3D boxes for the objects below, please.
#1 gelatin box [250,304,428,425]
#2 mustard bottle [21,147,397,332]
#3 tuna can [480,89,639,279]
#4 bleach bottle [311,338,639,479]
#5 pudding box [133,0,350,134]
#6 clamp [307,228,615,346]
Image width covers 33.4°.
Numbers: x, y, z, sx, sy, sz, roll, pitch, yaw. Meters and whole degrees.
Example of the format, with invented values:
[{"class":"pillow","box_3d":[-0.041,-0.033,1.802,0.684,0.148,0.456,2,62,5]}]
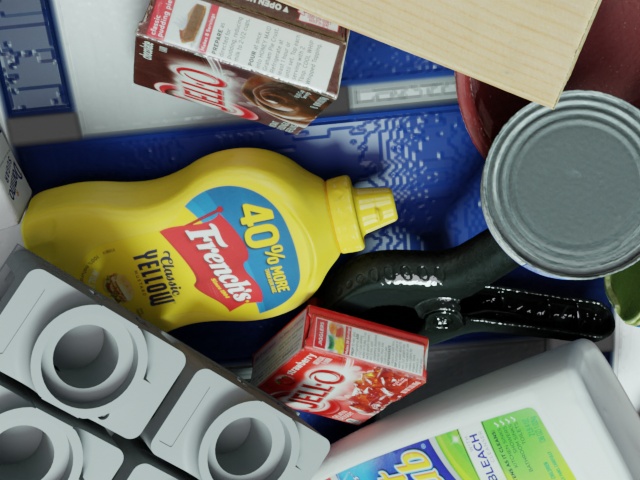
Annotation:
[{"class":"gelatin box","box_3d":[0.008,0.073,0.599,0.073,0.030,0.089,17,149,-18]},{"class":"mustard bottle","box_3d":[-0.054,0.001,0.572,0.191,0.058,0.096,-13,118,5]},{"class":"tuna can","box_3d":[0.117,-0.024,0.493,0.086,0.033,0.086,0,86,5]},{"class":"bleach bottle","box_3d":[0.063,0.148,0.621,0.251,0.068,0.102,-29,88,29]},{"class":"pudding box","box_3d":[-0.040,-0.086,0.500,0.090,0.113,0.039,15,83,-9]},{"class":"clamp","box_3d":[0.069,0.023,0.574,0.171,0.039,0.120,-7,137,12]}]
